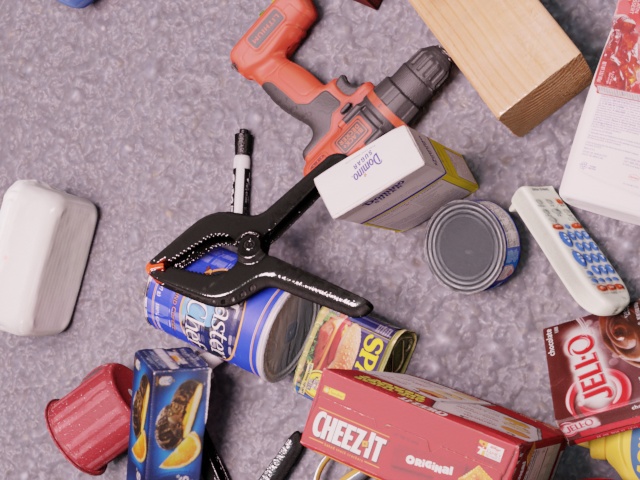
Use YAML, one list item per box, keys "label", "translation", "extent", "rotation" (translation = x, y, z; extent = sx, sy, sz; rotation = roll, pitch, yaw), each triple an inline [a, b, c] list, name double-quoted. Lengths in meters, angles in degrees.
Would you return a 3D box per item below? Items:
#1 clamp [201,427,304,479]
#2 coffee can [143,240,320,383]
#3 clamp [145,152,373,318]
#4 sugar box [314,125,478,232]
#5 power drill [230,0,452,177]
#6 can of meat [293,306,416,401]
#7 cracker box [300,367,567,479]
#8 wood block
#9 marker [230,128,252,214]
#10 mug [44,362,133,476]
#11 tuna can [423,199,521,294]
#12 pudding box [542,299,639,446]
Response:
- label: "clamp"
  translation: [-0.089, 0.258, 1.051]
  extent: [0.120, 0.039, 0.171]
  rotation: [12, 84, 24]
- label: "coffee can"
  translation: [-0.086, 0.065, 1.038]
  extent: [0.140, 0.102, 0.103]
  rotation: [21, 92, 24]
- label: "clamp"
  translation: [-0.056, 0.001, 0.983]
  extent: [0.210, 0.036, 0.164]
  rotation: [-6, 63, 11]
- label: "sugar box"
  translation: [0.071, -0.051, 0.944]
  extent: [0.093, 0.176, 0.048]
  rotation: [-31, 73, 17]
- label: "power drill"
  translation: [0.014, -0.162, 1.046]
  extent: [0.184, 0.057, 0.188]
  rotation: [-45, 69, 12]
- label: "can of meat"
  translation: [0.031, 0.116, 1.008]
  extent: [0.084, 0.057, 0.102]
  rotation: [23, 93, 26]
- label: "cracker box"
  translation: [0.101, 0.166, 0.885]
  extent: [0.164, 0.213, 0.072]
  rotation: [18, 90, 24]
- label: "wood block"
  translation: [0.149, -0.207, 0.976]
  extent: [0.090, 0.090, 0.206]
  rotation: [-38, 71, 15]
- label: "marker"
  translation: [-0.082, -0.055, 1.096]
  extent: [0.020, 0.020, 0.121]
  rotation: [1, 84, 23]
- label: "mug"
  translation: [-0.222, 0.172, 1.100]
  extent: [0.081, 0.093, 0.117]
  rotation: [-37, 35, 10]
- label: "tuna can"
  translation: [0.139, 0.005, 0.973]
  extent: [0.086, 0.033, 0.086]
  rotation: [4, 97, 39]
- label: "pudding box"
  translation: [0.239, 0.110, 0.896]
  extent: [0.090, 0.039, 0.113]
  rotation: [-19, 33, 19]
